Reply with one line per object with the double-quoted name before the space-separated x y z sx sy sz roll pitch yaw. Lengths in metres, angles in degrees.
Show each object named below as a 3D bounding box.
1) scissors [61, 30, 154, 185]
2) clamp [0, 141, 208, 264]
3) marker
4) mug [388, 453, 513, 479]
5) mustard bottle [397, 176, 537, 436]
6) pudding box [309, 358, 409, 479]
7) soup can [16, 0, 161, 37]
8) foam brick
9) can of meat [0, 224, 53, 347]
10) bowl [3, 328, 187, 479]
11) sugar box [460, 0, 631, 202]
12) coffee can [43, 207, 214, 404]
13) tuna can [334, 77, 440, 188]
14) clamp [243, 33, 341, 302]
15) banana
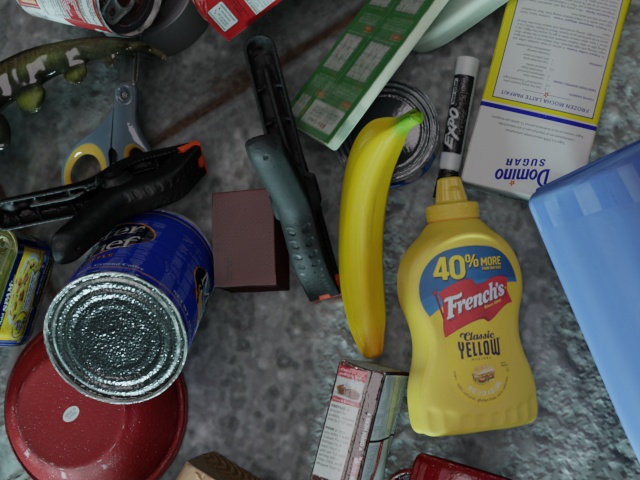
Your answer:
"scissors" -0.177 -0.111 0.879 0.096 0.016 0.202 -4 101 13
"clamp" -0.168 -0.036 0.827 0.120 0.171 0.039 20 127 37
"marker" 0.109 -0.087 0.855 0.020 0.020 0.121 10 85 10
"mug" 0.092 0.206 0.799 0.117 0.093 0.081 8 78 47
"mustard bottle" 0.107 0.047 0.810 0.096 0.058 0.191 -5 86 -14
"pudding box" 0.032 0.136 0.796 0.039 0.113 0.090 12 85 14
"soup can" -0.183 -0.199 0.829 0.102 0.068 0.068 17 87 33
"foam brick" -0.056 0.001 0.857 0.053 0.051 0.078 -2 83 10
"can of meat" -0.266 0.038 0.872 0.057 0.084 0.102 17 87 11
"bowl" -0.192 0.136 0.864 0.162 0.055 0.162 -1 84 10
"sugar box" 0.176 -0.117 0.834 0.093 0.048 0.176 15 90 11
"coffee can" -0.138 0.045 0.806 0.103 0.140 0.103 1 110 3
"tuna can" 0.053 -0.085 0.857 0.086 0.033 0.086 -1 84 9
"clamp" -0.021 -0.043 0.810 0.036 0.210 0.164 -13 42 6
"banana" 0.037 -0.011 0.814 0.037 0.070 0.198 1 109 -18
